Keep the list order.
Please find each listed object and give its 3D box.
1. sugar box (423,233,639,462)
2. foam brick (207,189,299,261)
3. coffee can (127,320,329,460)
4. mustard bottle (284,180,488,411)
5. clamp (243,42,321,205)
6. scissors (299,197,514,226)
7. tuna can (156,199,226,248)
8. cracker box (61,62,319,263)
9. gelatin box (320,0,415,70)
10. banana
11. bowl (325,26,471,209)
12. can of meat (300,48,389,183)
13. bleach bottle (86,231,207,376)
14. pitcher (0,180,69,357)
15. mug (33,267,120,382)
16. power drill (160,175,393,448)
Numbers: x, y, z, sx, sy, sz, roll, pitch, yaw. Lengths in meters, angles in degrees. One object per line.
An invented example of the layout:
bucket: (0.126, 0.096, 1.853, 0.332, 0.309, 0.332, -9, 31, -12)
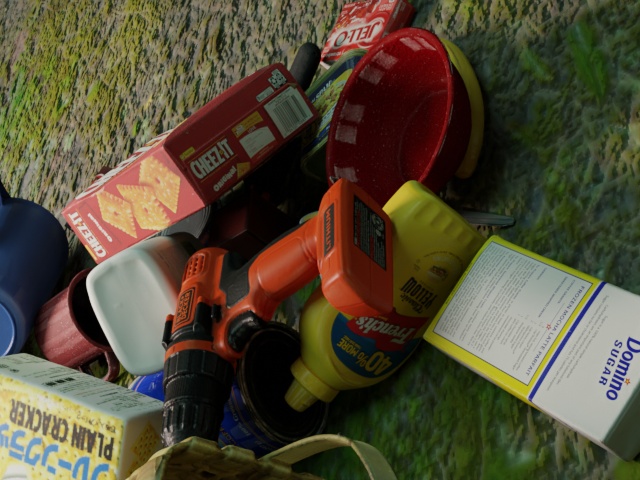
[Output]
sugar box: (0.155, 0.065, 0.701, 0.093, 0.048, 0.176, -56, 38, -3)
foam brick: (-0.056, 0.001, 0.977, 0.051, 0.078, 0.053, -31, 39, 31)
coffee can: (-0.078, 0.135, 0.866, 0.141, 0.102, 0.102, -26, 44, 35)
mustard bottle: (0.040, 0.053, 0.801, 0.192, 0.096, 0.058, -49, 38, 7)
clamp: (-0.052, -0.112, 1.097, 0.120, 0.039, 0.171, -21, 50, 64)
scissors: (0.057, -0.015, 0.877, 0.096, 0.016, 0.202, -29, 26, -24)
tuna can: (-0.131, -0.010, 1.113, 0.086, 0.033, 0.086, -31, 41, 31)
cracker box: (-0.126, -0.071, 0.994, 0.214, 0.072, 0.164, -21, 17, 51)
gelatin box: (0.046, -0.206, 1.072, 0.089, 0.030, 0.073, 5, 66, 52)
banana: (0.110, -0.129, 0.931, 0.198, 0.037, 0.070, -110, 33, -54)
bowl: (0.072, -0.088, 0.867, 0.162, 0.055, 0.162, -29, 54, 48)
can of meat: (0.024, -0.112, 0.986, 0.102, 0.057, 0.084, -39, 38, 42)
bleach bottle: (-0.129, 0.045, 0.953, 0.068, 0.102, 0.250, -27, 1, 8)
pitcher: (-0.367, 0.039, 1.194, 0.145, 0.149, 0.243, -52, 16, 13)
mug: (-0.242, 0.097, 1.120, 0.082, 0.093, 0.117, -30, 77, 38)
power drill: (-0.037, 0.051, 0.748, 0.188, 0.057, 0.184, -29, 39, 29)
